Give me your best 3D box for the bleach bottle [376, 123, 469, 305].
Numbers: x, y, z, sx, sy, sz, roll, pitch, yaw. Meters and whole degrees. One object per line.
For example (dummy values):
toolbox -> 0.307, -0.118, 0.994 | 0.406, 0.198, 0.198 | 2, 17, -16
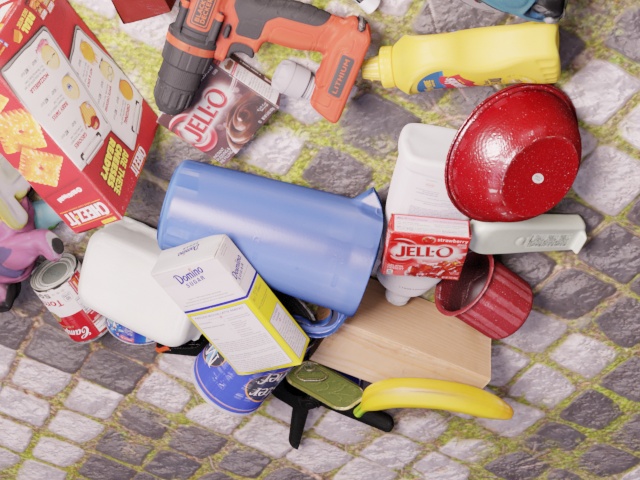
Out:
bleach bottle -> 0.109, -0.016, 1.208 | 0.102, 0.068, 0.251 | 9, 137, -7

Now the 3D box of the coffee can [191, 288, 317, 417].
coffee can -> -0.082, 0.137, 1.321 | 0.102, 0.102, 0.140 | 28, 123, -18

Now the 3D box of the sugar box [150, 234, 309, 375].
sugar box -> -0.097, 0.073, 1.178 | 0.093, 0.048, 0.176 | -15, 124, 31

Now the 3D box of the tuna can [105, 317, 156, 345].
tuna can -> -0.229, 0.090, 1.350 | 0.086, 0.086, 0.034 | 11, 133, -2

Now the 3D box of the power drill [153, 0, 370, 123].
power drill -> -0.058, -0.182, 1.045 | 0.187, 0.057, 0.185 | 20, 115, -10

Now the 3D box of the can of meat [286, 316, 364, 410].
can of meat -> 0.011, 0.156, 1.377 | 0.102, 0.084, 0.058 | 32, 131, -21

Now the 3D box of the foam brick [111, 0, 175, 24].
foam brick -> -0.166, -0.252, 1.013 | 0.051, 0.078, 0.053 | -9, 132, 19

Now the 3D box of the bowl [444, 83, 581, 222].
bowl -> 0.209, -0.077, 1.085 | 0.162, 0.055, 0.162 | -13, 125, -19

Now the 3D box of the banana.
banana -> 0.135, 0.193, 1.301 | 0.198, 0.037, 0.069 | 1, 153, 11

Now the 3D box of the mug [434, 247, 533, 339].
mug -> 0.189, 0.065, 1.265 | 0.081, 0.093, 0.117 | 32, 161, -27

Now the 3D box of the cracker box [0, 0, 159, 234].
cracker box -> -0.267, -0.138, 1.080 | 0.072, 0.164, 0.213 | -17, 129, 25

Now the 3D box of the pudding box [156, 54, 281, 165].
pudding box -> -0.107, -0.143, 1.136 | 0.090, 0.039, 0.114 | 32, 130, -20

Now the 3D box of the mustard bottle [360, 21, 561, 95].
mustard bottle -> 0.134, -0.175, 1.034 | 0.192, 0.096, 0.058 | -3, 89, 14

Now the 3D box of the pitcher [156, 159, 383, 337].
pitcher -> -0.058, 0.001, 1.204 | 0.243, 0.149, 0.145 | 16, 153, -2

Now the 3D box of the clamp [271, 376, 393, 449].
clamp -> -0.001, 0.214, 1.467 | 0.165, 0.036, 0.210 | -11, 131, 20

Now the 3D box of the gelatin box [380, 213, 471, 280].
gelatin box -> 0.114, 0.008, 1.165 | 0.089, 0.030, 0.073 | 5, 139, -2

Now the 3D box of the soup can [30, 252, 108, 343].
soup can -> -0.315, 0.073, 1.361 | 0.069, 0.068, 0.102 | -11, 131, 19

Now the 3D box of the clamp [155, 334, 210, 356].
clamp -> -0.134, 0.116, 1.394 | 0.172, 0.039, 0.120 | -26, 120, 26

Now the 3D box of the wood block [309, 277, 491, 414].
wood block -> 0.100, 0.127, 1.329 | 0.206, 0.090, 0.090 | 22, 134, -12
